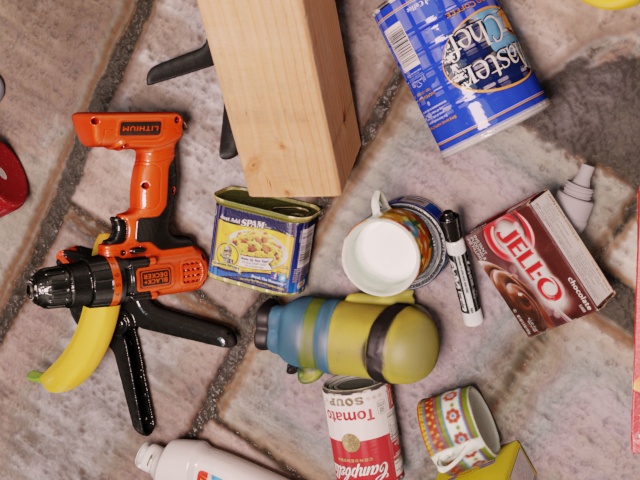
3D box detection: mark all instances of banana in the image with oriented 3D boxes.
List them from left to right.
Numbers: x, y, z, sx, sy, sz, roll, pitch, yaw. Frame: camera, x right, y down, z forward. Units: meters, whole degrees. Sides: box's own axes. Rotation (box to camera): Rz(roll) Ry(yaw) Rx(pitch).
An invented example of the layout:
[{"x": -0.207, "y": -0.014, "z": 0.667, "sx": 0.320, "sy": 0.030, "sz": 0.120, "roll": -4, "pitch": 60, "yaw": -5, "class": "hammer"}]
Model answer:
[{"x": -0.242, "y": 0.088, "z": 1.091, "sx": 0.070, "sy": 0.037, "sz": 0.198, "roll": 36, "pitch": 109, "yaw": 13, "class": "banana"}]

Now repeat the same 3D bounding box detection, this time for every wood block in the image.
[{"x": -0.031, "y": -0.146, "z": 0.930, "sx": 0.090, "sy": 0.090, "sz": 0.206, "roll": 1, "pitch": 129, "yaw": 18, "class": "wood block"}]

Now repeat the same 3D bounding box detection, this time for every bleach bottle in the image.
[{"x": -0.081, "y": 0.280, "z": 1.105, "sx": 0.251, "sy": 0.068, "sz": 0.103, "roll": 22, "pitch": 108, "yaw": 16, "class": "bleach bottle"}]

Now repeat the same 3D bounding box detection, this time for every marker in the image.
[{"x": 0.128, "y": 0.025, "z": 0.975, "sx": 0.020, "sy": 0.020, "sz": 0.121, "roll": -6, "pitch": 120, "yaw": 20, "class": "marker"}]

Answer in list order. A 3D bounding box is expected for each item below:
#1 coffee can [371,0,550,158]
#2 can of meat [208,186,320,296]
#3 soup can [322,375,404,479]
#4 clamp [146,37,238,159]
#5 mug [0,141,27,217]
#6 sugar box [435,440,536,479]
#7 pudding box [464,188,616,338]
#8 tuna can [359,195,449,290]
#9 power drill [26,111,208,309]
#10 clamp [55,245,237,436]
[{"x": 0.120, "y": -0.155, "z": 0.914, "sx": 0.103, "sy": 0.102, "sz": 0.140, "roll": -26, "pitch": 92, "yaw": 22, "class": "coffee can"}, {"x": -0.057, "y": 0.001, "z": 1.036, "sx": 0.102, "sy": 0.057, "sz": 0.084, "roll": 14, "pitch": 108, "yaw": 16, "class": "can of meat"}, {"x": 0.042, "y": 0.184, "z": 1.037, "sx": 0.069, "sy": 0.068, "sz": 0.102, "roll": -6, "pitch": 99, "yaw": 20, "class": "soup can"}, {"x": -0.093, "y": -0.175, "z": 1.020, "sx": 0.120, "sy": 0.039, "sz": 0.172, "roll": 34, "pitch": 114, "yaw": 4, "class": "clamp"}, {"x": -0.364, "y": -0.067, "z": 1.120, "sx": 0.082, "sy": 0.093, "sz": 0.117, "roll": -22, "pitch": 58, "yaw": 17, "class": "mug"}, {"x": 0.134, "y": 0.248, "z": 0.959, "sx": 0.093, "sy": 0.176, "sz": 0.048, "roll": -29, "pitch": 92, "yaw": 23, "class": "sugar box"}, {"x": 0.192, "y": 0.021, "z": 0.943, "sx": 0.113, "sy": 0.039, "sz": 0.090, "roll": 55, "pitch": 144, "yaw": 0, "class": "pudding box"}, {"x": 0.080, "y": 0.003, "z": 1.000, "sx": 0.086, "sy": 0.033, "sz": 0.086, "roll": 4, "pitch": 103, "yaw": 18, "class": "tuna can"}, {"x": -0.196, "y": -0.030, "z": 1.024, "sx": 0.057, "sy": 0.184, "sz": 0.188, "roll": 13, "pitch": 107, "yaw": 52, "class": "power drill"}, {"x": -0.192, "y": 0.081, "z": 1.111, "sx": 0.165, "sy": 0.036, "sz": 0.210, "roll": -39, "pitch": 85, "yaw": 24, "class": "clamp"}]
